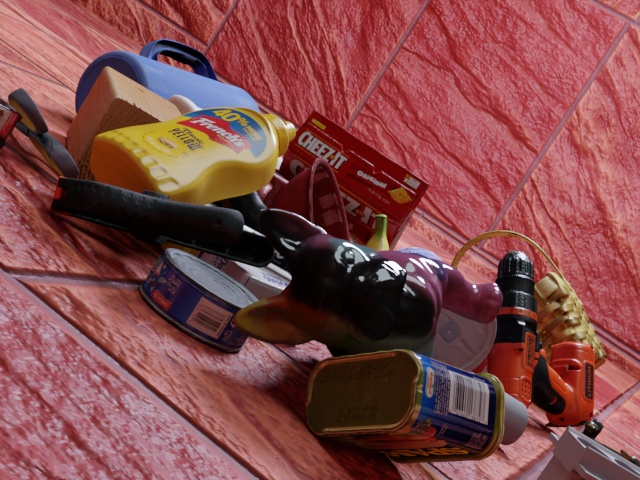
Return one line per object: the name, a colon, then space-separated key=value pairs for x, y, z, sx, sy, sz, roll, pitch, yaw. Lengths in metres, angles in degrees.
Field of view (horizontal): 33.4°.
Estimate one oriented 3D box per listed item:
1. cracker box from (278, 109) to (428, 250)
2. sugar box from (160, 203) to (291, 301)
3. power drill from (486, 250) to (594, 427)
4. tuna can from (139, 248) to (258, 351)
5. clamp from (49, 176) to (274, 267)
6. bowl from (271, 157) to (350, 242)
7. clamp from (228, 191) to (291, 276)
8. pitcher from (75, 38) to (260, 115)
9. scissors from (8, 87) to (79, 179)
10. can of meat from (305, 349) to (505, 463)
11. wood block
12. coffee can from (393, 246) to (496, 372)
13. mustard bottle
cracker box: x=0.025 y=-0.043 z=1.316 sx=0.164 sy=0.072 sz=0.214 roll=33 pitch=-25 yaw=6
sugar box: x=-0.083 y=0.016 z=0.906 sx=0.093 sy=0.048 sz=0.176 roll=26 pitch=14 yaw=-45
power drill: x=0.246 y=0.123 z=1.204 sx=0.057 sy=0.184 sz=0.187 roll=-8 pitch=-28 yaw=38
tuna can: x=-0.084 y=0.041 z=0.760 sx=0.086 sy=0.034 sz=0.086 roll=32 pitch=7 yaw=-5
clamp: x=-0.119 y=-0.017 z=0.777 sx=0.171 sy=0.039 sz=0.120 roll=12 pitch=-14 yaw=2
bowl: x=-0.012 y=-0.001 z=1.083 sx=0.055 sy=0.162 sz=0.162 roll=-8 pitch=-3 yaw=14
clamp: x=-0.057 y=0.001 z=1.007 sx=0.210 sy=0.036 sz=0.164 roll=54 pitch=-19 yaw=32
pitcher: x=-0.187 y=-0.163 z=1.314 sx=0.149 sy=0.145 sz=0.242 roll=37 pitch=11 yaw=26
scissors: x=-0.272 y=-0.117 z=0.956 sx=0.202 sy=0.016 sz=0.096 roll=40 pitch=-22 yaw=41
can of meat: x=0.053 y=0.107 z=0.687 sx=0.083 sy=0.057 sz=0.102 roll=24 pitch=-26 yaw=-39
wood block: x=-0.189 y=-0.099 z=1.048 sx=0.090 sy=0.090 sz=0.206 roll=29 pitch=8 yaw=-20
coffee can: x=0.115 y=0.075 z=1.145 sx=0.102 sy=0.103 sz=0.140 roll=30 pitch=7 yaw=-19
mustard bottle: x=-0.094 y=-0.074 z=0.914 sx=0.096 sy=0.058 sz=0.191 roll=37 pitch=39 yaw=29
